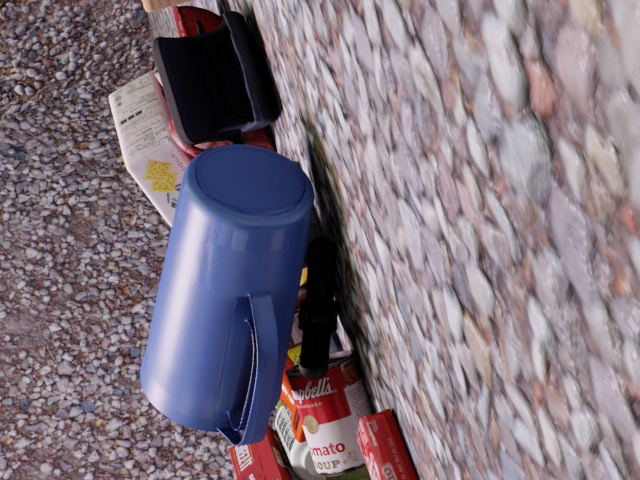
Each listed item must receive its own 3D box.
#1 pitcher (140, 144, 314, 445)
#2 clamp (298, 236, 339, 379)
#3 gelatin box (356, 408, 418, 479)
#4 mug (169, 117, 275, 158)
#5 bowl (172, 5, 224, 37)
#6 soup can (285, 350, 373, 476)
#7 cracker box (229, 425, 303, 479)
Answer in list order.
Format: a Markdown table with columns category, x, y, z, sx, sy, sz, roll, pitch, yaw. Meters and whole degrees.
| category | x | y | z | sx | sy | sz | roll | pitch | yaw |
| --- | --- | --- | --- | --- | --- | --- | --- | --- | --- |
| pitcher | -0.075 | 0.049 | 0.920 | 0.144 | 0.149 | 0.243 | -51 | -19 | -49 |
| clamp | -0.003 | 0.077 | 0.961 | 0.171 | 0.039 | 0.120 | 85 | -165 | -71 |
| gelatin box | 0.056 | 0.189 | 0.903 | 0.089 | 0.030 | 0.073 | 90 | 161 | -68 |
| mug | -0.107 | -0.109 | 1.134 | 0.093 | 0.117 | 0.081 | -47 | 56 | 33 |
| bowl | -0.122 | -0.202 | 1.223 | 0.162 | 0.055 | 0.162 | 163 | 90 | -83 |
| soup can | 0.014 | 0.163 | 1.008 | 0.068 | 0.068 | 0.102 | -179 | 72 | -83 |
| cracker box | -0.016 | 0.351 | 1.352 | 0.213 | 0.072 | 0.164 | 47 | -176 | -24 |
